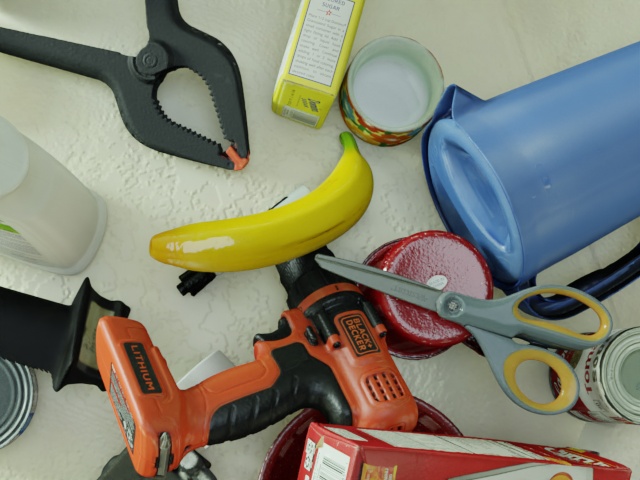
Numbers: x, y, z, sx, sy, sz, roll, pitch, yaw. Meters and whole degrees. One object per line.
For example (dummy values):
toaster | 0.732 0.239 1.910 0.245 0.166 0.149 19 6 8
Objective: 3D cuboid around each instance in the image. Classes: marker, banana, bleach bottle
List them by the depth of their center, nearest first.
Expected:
bleach bottle | -0.192 -0.033 0.654 0.102 0.251 0.068 19 80 -4
banana | -0.025 -0.016 0.744 0.070 0.037 0.197 33 46 32
marker | -0.055 0.001 0.784 0.121 0.020 0.020 -37 88 -10

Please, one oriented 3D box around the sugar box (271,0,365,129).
sugar box | 0.010 -0.178 0.780 0.048 0.093 0.176 19 81 -5

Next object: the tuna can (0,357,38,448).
tuna can | -0.240 0.107 0.739 0.086 0.034 0.086 1 82 -7

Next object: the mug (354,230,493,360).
mug | 0.084 0.045 0.762 0.117 0.081 0.093 40 79 0

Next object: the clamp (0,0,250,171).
clamp | -0.133 -0.128 0.778 0.164 0.036 0.210 -34 95 5

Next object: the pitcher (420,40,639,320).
pitcher | 0.209 -0.061 0.776 0.242 0.149 0.145 -25 55 -13

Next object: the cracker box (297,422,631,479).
cracker box | 0.080 0.206 0.667 0.213 0.072 0.164 11 91 -28

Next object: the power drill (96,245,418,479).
power drill | -0.049 0.071 0.709 0.187 0.057 0.184 -12 49 -21

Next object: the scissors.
scissors | 0.093 0.064 0.710 0.201 0.016 0.096 4 85 -2
